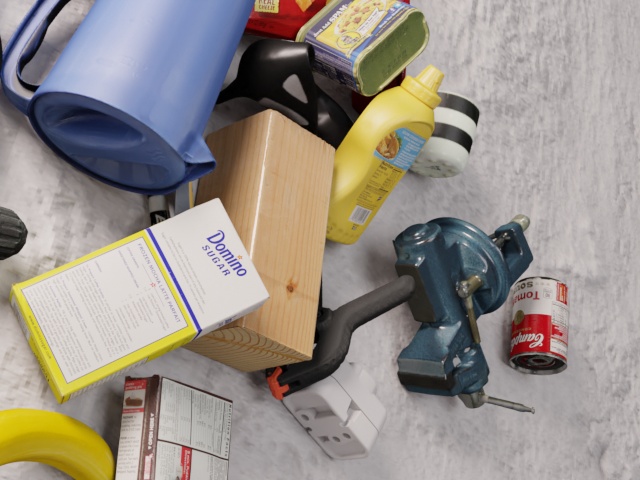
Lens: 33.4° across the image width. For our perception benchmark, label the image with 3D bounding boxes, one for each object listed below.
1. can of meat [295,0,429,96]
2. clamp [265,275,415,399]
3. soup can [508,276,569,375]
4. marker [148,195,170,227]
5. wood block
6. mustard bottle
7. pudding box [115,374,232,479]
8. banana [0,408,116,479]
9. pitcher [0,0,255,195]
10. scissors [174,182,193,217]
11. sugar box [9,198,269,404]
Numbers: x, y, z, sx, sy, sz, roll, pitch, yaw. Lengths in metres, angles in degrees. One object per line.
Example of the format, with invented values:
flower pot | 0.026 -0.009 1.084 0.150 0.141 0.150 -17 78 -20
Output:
can of meat | 0.042 -0.193 1.027 0.102 0.084 0.057 -44 140 -16
clamp | -0.005 0.072 1.000 0.171 0.120 0.039 -43 135 -27
soup can | 0.264 0.102 1.283 0.068 0.069 0.102 31 56 -37
marker | -0.136 -0.006 0.921 0.020 0.020 0.121 -1 78 -47
wood block | -0.056 0.001 0.953 0.090 0.090 0.206 29 58 -40
mustard bottle | 0.057 -0.087 1.037 0.058 0.192 0.096 43 13 29
pudding box | -0.115 0.163 0.857 0.113 0.039 0.090 37 49 -57
banana | -0.199 0.151 0.757 0.197 0.037 0.070 36 23 -56
pitcher | -0.138 -0.172 0.873 0.149 0.145 0.242 43 56 -39
scissors | -0.120 -0.073 0.952 0.016 0.096 0.202 0 42 -6
sugar box | -0.138 0.045 0.820 0.176 0.048 0.093 -24 81 -24
